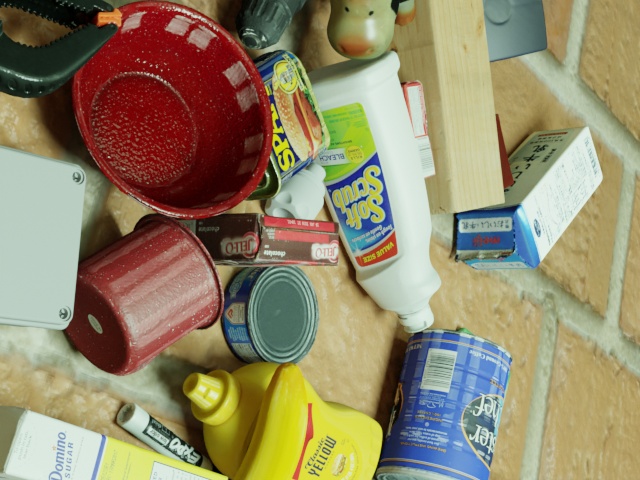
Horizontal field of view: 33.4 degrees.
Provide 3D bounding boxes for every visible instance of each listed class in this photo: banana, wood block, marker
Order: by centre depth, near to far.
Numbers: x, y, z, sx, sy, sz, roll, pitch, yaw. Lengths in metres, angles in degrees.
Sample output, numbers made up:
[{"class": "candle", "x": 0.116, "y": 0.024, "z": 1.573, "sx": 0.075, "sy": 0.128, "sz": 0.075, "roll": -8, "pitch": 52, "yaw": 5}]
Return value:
[{"class": "banana", "x": -0.059, "y": 0.180, "z": 0.771, "sx": 0.069, "sy": 0.037, "sz": 0.198, "roll": 36, "pitch": 92, "yaw": -40}, {"class": "marker", "x": -0.107, "y": 0.159, "z": 0.804, "sx": 0.121, "sy": 0.020, "sz": 0.020, "roll": 46, "pitch": 54, "yaw": -37}, {"class": "wood block", "x": 0.106, "y": -0.130, "z": 1.022, "sx": 0.090, "sy": 0.091, "sz": 0.206, "roll": -12, "pitch": 96, "yaw": -49}]

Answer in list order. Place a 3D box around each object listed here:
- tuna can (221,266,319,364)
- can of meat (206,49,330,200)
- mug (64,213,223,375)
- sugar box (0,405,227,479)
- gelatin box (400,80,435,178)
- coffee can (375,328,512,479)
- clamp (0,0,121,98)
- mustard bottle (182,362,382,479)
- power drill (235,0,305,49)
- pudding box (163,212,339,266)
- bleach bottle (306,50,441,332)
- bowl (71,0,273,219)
[{"class": "tuna can", "x": -0.041, "y": 0.061, "z": 0.878, "sx": 0.085, "sy": 0.034, "sz": 0.086, "roll": 5, "pitch": 83, "yaw": -49}, {"class": "can of meat", "x": -0.044, "y": -0.096, "z": 0.870, "sx": 0.083, "sy": 0.058, "sz": 0.102, "roll": -41, "pitch": 117, "yaw": -46}, {"class": "mug", "x": -0.130, "y": 0.048, "z": 0.745, "sx": 0.081, "sy": 0.093, "sz": 0.117, "roll": -34, "pitch": 149, "yaw": -40}, {"class": "sugar box", "x": -0.154, "y": 0.148, "z": 0.693, "sx": 0.176, "sy": 0.094, "sz": 0.048, "roll": 35, "pitch": 61, "yaw": -43}, {"class": "gelatin box", "x": 0.063, "y": -0.098, "z": 0.982, "sx": 0.030, "sy": 0.073, "sz": 0.089, "roll": -17, "pitch": 99, "yaw": -49}, {"class": "coffee can", "x": 0.117, "y": 0.166, "z": 1.002, "sx": 0.102, "sy": 0.103, "sz": 0.140, "roll": 36, "pitch": 60, "yaw": -42}, {"class": "clamp", "x": -0.220, "y": -0.139, "z": 0.644, "sx": 0.209, "sy": 0.036, "sz": 0.164, "roll": -19, "pitch": 84, "yaw": -43}, {"class": "mustard bottle", "x": -0.035, "y": 0.149, "z": 0.834, "sx": 0.191, "sy": 0.058, "sz": 0.096, "roll": 37, "pitch": 76, "yaw": -38}, {"class": "power drill", "x": -0.031, "y": -0.269, "z": 0.841, "sx": 0.188, "sy": 0.057, "sz": 0.184, "roll": 86, "pitch": 20, "yaw": -56}, {"class": "pudding box", "x": -0.055, "y": 0.001, "z": 0.804, "sx": 0.089, "sy": 0.114, "sz": 0.039, "roll": 6, "pitch": 87, "yaw": -48}, {"class": "bleach bottle", "x": 0.056, "y": -0.034, "z": 0.946, "sx": 0.068, "sy": 0.103, "sz": 0.251, "roll": -41, "pitch": 117, "yaw": -48}, {"class": "bowl", "x": -0.115, "y": -0.088, "z": 0.771, "sx": 0.161, "sy": 0.055, "sz": 0.162, "roll": 11, "pitch": 71, "yaw": -35}]
